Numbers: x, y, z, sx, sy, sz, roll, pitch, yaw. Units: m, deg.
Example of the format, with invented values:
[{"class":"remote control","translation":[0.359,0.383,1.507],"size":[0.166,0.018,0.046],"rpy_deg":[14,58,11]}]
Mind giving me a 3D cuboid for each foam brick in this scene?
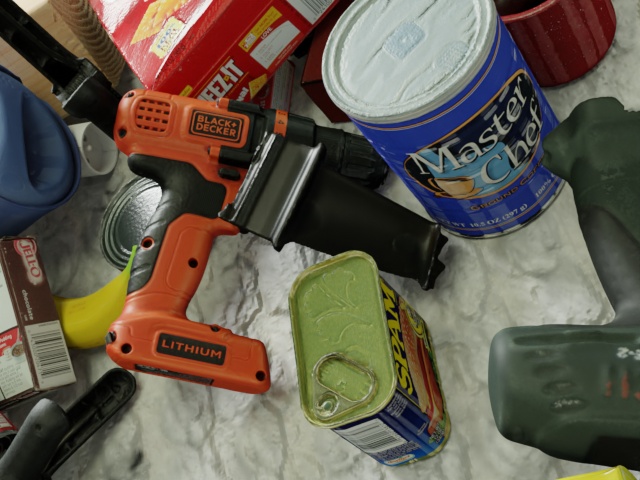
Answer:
[{"class":"foam brick","translation":[0.026,-0.131,0.756],"size":[0.051,0.053,0.078],"rpy_deg":[-3,61,31]}]

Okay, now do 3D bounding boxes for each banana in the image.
[{"class":"banana","translation":[-0.190,0.046,0.788],"size":[0.198,0.037,0.069],"rpy_deg":[-6,78,37]}]

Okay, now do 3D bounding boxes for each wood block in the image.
[{"class":"wood block","translation":[-0.276,-0.132,0.907],"size":[0.206,0.090,0.090],"rpy_deg":[-27,28,15]}]

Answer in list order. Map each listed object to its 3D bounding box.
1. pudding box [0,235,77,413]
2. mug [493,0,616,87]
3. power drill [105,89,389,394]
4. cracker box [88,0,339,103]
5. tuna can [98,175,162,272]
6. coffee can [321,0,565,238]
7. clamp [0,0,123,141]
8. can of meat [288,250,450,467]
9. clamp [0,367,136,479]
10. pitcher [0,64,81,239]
[{"class":"pudding box","translation":[-0.230,0.064,0.768],"size":[0.090,0.039,0.113],"rpy_deg":[-25,78,36]},{"class":"mug","translation":[0.129,-0.145,0.680],"size":[0.117,0.081,0.093],"rpy_deg":[-32,50,12]},{"class":"power drill","translation":[-0.055,0.001,0.692],"size":[0.184,0.057,0.187],"rpy_deg":[10,74,-4]},{"class":"cracker box","translation":[-0.083,-0.193,0.804],"size":[0.164,0.072,0.214],"rpy_deg":[-48,39,8]},{"class":"tuna can","translation":[-0.119,-0.009,0.786],"size":[0.086,0.033,0.086],"rpy_deg":[-16,55,24]},{"class":"coffee can","translation":[0.078,-0.078,0.632],"size":[0.103,0.140,0.103],"rpy_deg":[-16,55,24]},{"class":"clamp","translation":[-0.169,-0.107,0.768],"size":[0.036,0.209,0.165],"rpy_deg":[-45,60,0]},{"class":"can of meat","translation":[0.029,0.071,0.610],"size":[0.057,0.083,0.102],"rpy_deg":[-23,53,19]},{"class":"clamp","translation":[-0.197,0.151,0.695],"size":[0.039,0.120,0.171],"rpy_deg":[42,93,13]},{"class":"pitcher","translation":[-0.314,-0.019,0.828],"size":[0.243,0.149,0.145],"rpy_deg":[-34,72,28]}]
